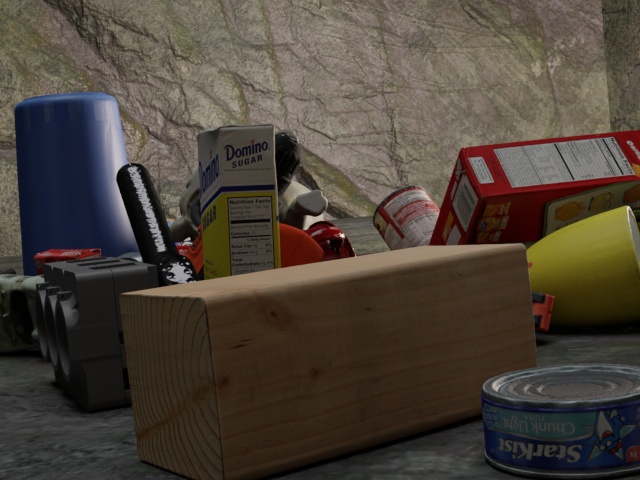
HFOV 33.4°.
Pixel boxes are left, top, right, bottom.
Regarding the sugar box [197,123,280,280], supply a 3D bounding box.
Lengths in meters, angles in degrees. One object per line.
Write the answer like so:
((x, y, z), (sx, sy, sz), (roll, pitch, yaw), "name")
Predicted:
((-0.057, 0.008, 0.750), (0.048, 0.176, 0.093), (-6, 4, -16), "sugar box")

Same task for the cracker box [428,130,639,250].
((0.218, -0.021, 0.997), (0.213, 0.072, 0.164), (-7, -38, -14), "cracker box")

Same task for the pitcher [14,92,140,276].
((-0.262, -0.031, 1.144), (0.149, 0.243, 0.144), (-4, 3, 26), "pitcher")

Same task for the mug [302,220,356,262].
((-0.018, 0.027, 1.008), (0.081, 0.093, 0.117), (-14, -25, -35), "mug")

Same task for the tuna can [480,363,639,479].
((0.117, 0.081, 0.489), (0.086, 0.034, 0.086), (-5, 4, 0), "tuna can")

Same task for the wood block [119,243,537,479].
((0.010, 0.058, 0.570), (0.205, 0.090, 0.091), (-8, 5, -35), "wood block")

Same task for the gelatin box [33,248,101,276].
((-0.226, 0.052, 0.984), (0.073, 0.089, 0.030), (-1, 14, 45), "gelatin box")

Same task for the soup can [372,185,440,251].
((0.108, 0.000, 1.120), (0.068, 0.069, 0.102), (-7, 47, -31), "soup can")

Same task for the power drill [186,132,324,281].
((-0.056, 0.001, 0.913), (0.057, 0.184, 0.188), (29, 6, -20), "power drill")

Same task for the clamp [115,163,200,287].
((-0.102, 0.053, 0.761), (0.036, 0.164, 0.210), (-16, 30, -15), "clamp")
